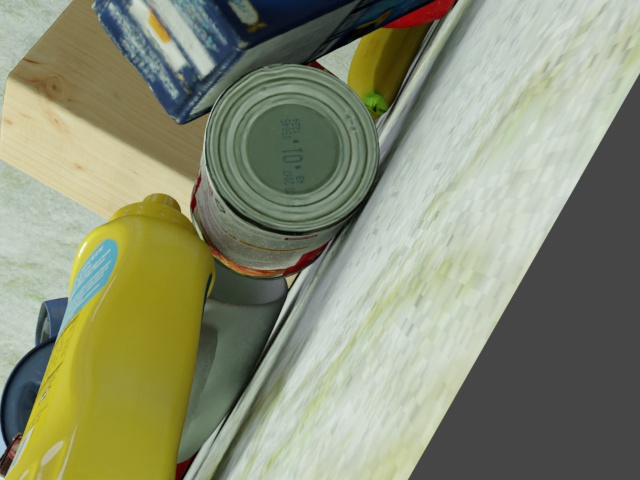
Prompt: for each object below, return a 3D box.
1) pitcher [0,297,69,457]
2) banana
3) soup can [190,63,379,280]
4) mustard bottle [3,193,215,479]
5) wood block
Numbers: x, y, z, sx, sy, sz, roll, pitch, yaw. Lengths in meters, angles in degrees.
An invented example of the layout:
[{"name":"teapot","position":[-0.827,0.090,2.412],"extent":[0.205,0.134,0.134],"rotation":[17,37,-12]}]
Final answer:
[{"name":"pitcher","position":[-0.222,0.162,0.933],"extent":[0.149,0.145,0.243],"rotation":[-61,8,-28]},{"name":"banana","position":[0.062,-0.146,0.717],"extent":[0.070,0.037,0.197],"rotation":[-12,45,51]},{"name":"soup can","position":[-0.018,-0.025,0.441],"extent":[0.068,0.068,0.102],"rotation":[-61,2,-14]},{"name":"mustard bottle","position":[-0.077,0.047,0.406],"extent":[0.191,0.058,0.096],"rotation":[-86,22,-49]},{"name":"wood block","position":[-0.090,-0.054,0.683],"extent":[0.090,0.206,0.090],"rotation":[-62,2,-35]}]
